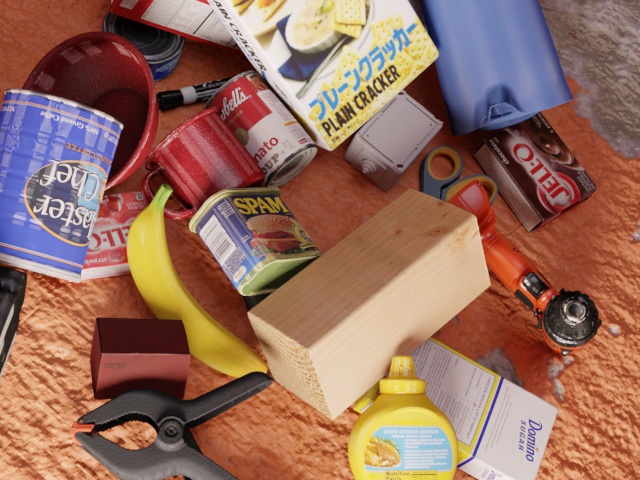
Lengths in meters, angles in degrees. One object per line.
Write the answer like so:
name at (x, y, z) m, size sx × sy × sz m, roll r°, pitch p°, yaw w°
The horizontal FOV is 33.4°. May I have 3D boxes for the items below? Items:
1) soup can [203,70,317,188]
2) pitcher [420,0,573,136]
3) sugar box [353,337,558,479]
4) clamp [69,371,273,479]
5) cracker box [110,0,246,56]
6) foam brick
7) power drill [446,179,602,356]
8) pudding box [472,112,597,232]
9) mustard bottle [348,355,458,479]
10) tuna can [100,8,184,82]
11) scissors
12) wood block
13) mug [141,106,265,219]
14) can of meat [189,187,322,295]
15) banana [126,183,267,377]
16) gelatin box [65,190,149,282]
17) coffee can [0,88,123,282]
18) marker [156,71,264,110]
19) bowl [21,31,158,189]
soup can at (-0.060, -0.109, 1.066) m, size 0.068 × 0.069 × 0.102 m, roll -34°, pitch 79°, yaw -31°
pitcher at (0.173, -0.241, 1.141) m, size 0.144 × 0.149 × 0.243 m, roll -20°, pitch 96°, yaw -25°
sugar box at (0.129, 0.159, 1.006) m, size 0.176 × 0.048 × 0.093 m, roll 32°, pitch 58°, yaw -5°
clamp at (-0.117, 0.154, 0.888) m, size 0.171 × 0.039 × 0.120 m, roll 13°, pitch 55°, yaw -4°
cracker box at (-0.109, -0.288, 1.109) m, size 0.213 × 0.072 × 0.164 m, roll 12°, pitch 58°, yaw -32°
foam brick at (-0.155, 0.102, 0.918) m, size 0.078 × 0.053 × 0.051 m, roll 4°, pitch 31°, yaw -18°
power drill at (0.194, 0.030, 1.032) m, size 0.057 × 0.184 × 0.188 m, roll -39°, pitch 74°, yaw -1°
pudding box at (0.235, -0.076, 1.171) m, size 0.089 × 0.039 × 0.113 m, roll -28°, pitch 76°, yaw -29°
mustard bottle at (0.072, 0.196, 0.925) m, size 0.096 × 0.058 × 0.191 m, roll 2°, pitch 81°, yaw -13°
tuna can at (-0.183, -0.206, 1.093) m, size 0.086 × 0.034 × 0.086 m, roll 8°, pitch 61°, yaw -16°
scissors at (0.097, -0.044, 1.119) m, size 0.201 × 0.016 × 0.096 m, roll -17°, pitch 69°, yaw -26°
wood block at (0.047, 0.053, 0.972) m, size 0.205 × 0.091 × 0.090 m, roll -38°, pitch 40°, yaw -23°
mug at (-0.114, -0.061, 1.008) m, size 0.117 × 0.093 × 0.081 m, roll -36°, pitch 84°, yaw -36°
can of meat at (-0.056, 0.001, 0.978) m, size 0.101 × 0.058 × 0.084 m, roll -5°, pitch 53°, yaw -54°
banana at (-0.121, 0.051, 0.955) m, size 0.198 × 0.070 × 0.037 m, roll 62°, pitch 19°, yaw -10°
gelatin box at (-0.197, -0.005, 0.984) m, size 0.089 × 0.030 × 0.073 m, roll -8°, pitch 67°, yaw -23°
coffee can at (-0.234, -0.045, 0.900) m, size 0.102 × 0.103 × 0.140 m, roll 16°, pitch 84°, yaw -12°
marker at (-0.115, -0.154, 1.099) m, size 0.120 × 0.020 × 0.020 m, roll -17°, pitch 70°, yaw -26°
bowl at (-0.207, -0.109, 0.992) m, size 0.055 × 0.162 × 0.162 m, roll 24°, pitch 43°, yaw -62°
